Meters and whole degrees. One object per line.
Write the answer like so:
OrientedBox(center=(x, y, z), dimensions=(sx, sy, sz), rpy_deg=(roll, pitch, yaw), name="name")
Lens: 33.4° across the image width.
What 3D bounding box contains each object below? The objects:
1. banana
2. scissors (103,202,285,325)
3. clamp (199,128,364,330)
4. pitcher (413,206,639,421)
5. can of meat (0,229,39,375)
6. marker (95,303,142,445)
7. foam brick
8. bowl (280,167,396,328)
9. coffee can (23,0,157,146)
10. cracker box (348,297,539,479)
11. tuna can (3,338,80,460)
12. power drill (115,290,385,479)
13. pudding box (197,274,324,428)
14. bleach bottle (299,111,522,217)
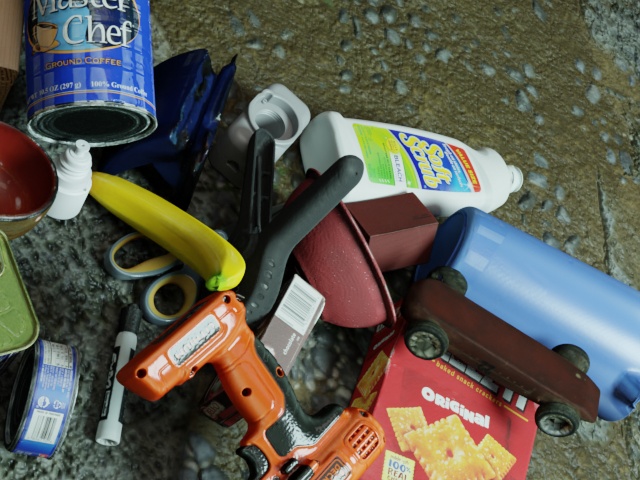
OrientedBox(center=(-0.121, -0.007, 0.884), dimensions=(0.037, 0.198, 0.069), rpy_deg=(-57, 142, -1), name="banana")
OrientedBox(center=(-0.094, 0.019, 0.954), dimensions=(0.201, 0.016, 0.096), rpy_deg=(-9, 72, -34), name="scissors")
OrientedBox(center=(-0.056, 0.001, 0.906), dimensions=(0.036, 0.165, 0.210), rpy_deg=(27, 95, -33), name="clamp")
OrientedBox(center=(0.217, 0.063, 1.060), dimensions=(0.242, 0.149, 0.145), rpy_deg=(30, 69, -11), name="pitcher")
OrientedBox(center=(-0.259, 0.051, 0.794), dimensions=(0.057, 0.084, 0.102), rpy_deg=(-15, 74, -36), name="can of meat")
OrientedBox(center=(-0.162, 0.106, 0.865), dimensions=(0.020, 0.020, 0.121), rpy_deg=(19, 57, -22), name="marker")
OrientedBox(center=(0.063, -0.006, 1.013), dimensions=(0.078, 0.051, 0.053), rpy_deg=(-10, 43, -24), name="foam brick")
OrientedBox(center=(0.004, 0.019, 0.949), dimensions=(0.055, 0.162, 0.162), rpy_deg=(-27, 80, -8), name="bowl")
OrientedBox(center=(-0.186, -0.158, 0.859), dimensions=(0.102, 0.103, 0.140), rpy_deg=(2, 76, -30), name="coffee can")
OrientedBox(center=(0.107, 0.174, 0.958), dimensions=(0.164, 0.072, 0.213), rpy_deg=(33, 52, -13), name="cracker box")
OrientedBox(center=(-0.207, 0.117, 0.790), dimensions=(0.033, 0.086, 0.086), rpy_deg=(15, 58, -22), name="tuna can")
OrientedBox(center=(-0.062, 0.146, 0.783), dimensions=(0.184, 0.057, 0.187), rpy_deg=(-43, 100, -29), name="power drill")
OrientedBox(center=(-0.050, 0.094, 0.894), dimensions=(0.039, 0.090, 0.113), rpy_deg=(39, 52, -10), name="pudding box")
OrientedBox(center=(0.105, -0.074, 1.096), dimensions=(0.250, 0.068, 0.102), rpy_deg=(-1, 67, -34), name="bleach bottle")
